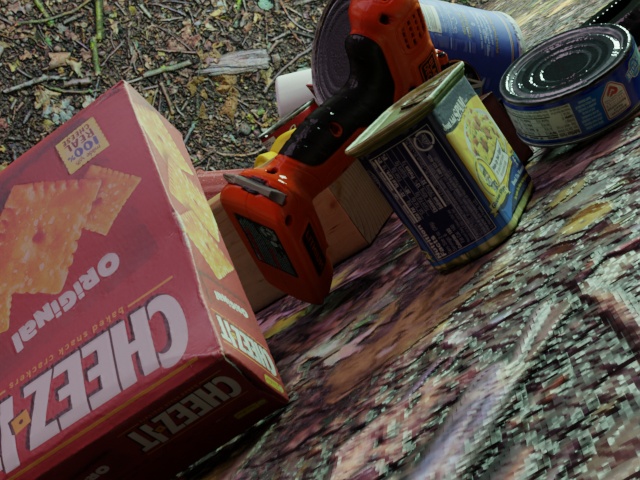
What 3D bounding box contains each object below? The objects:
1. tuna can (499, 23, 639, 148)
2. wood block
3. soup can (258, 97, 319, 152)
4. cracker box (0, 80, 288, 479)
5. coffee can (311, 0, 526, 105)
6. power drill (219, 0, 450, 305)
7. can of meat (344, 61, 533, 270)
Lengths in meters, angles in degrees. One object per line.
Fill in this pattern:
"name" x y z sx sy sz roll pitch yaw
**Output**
"tuna can" 0.153 -0.095 0.646 0.086 0.033 0.086 -24 29 14
"wood block" -0.056 0.001 0.846 0.206 0.090 0.090 -32 8 26
"soup can" -0.006 -0.081 1.061 0.068 0.102 0.068 -34 8 5
"cracker box" -0.131 0.036 0.589 0.164 0.072 0.214 -34 49 10
"coffee can" 0.077 -0.143 0.853 0.140 0.103 0.103 5 -13 -28
"power drill" 0.024 -0.051 0.712 0.057 0.184 0.187 20 64 35
"can of meat" 0.070 -0.041 0.588 0.058 0.084 0.102 -31 9 30
